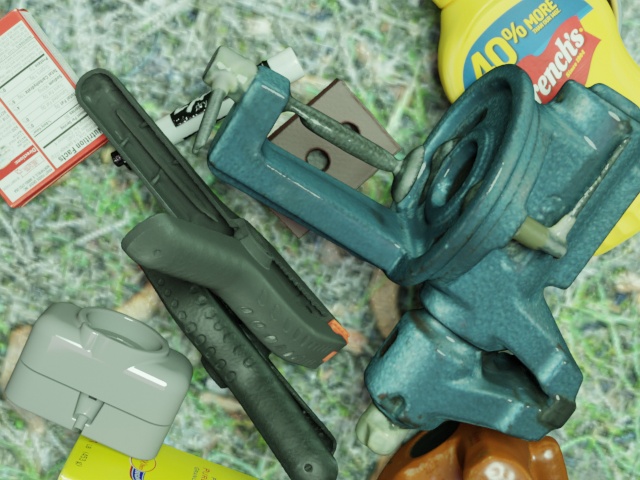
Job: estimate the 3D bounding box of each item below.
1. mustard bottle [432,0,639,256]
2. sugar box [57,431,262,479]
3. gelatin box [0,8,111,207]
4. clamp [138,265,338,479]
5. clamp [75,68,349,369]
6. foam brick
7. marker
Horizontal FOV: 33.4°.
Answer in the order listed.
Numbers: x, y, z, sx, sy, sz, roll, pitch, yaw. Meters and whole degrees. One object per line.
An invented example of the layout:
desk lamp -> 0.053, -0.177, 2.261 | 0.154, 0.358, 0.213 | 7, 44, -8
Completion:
mustard bottle -> 0.120, -0.090, 0.574 | 0.096, 0.058, 0.191 | -40, 98, 14
sugar box -> -0.065, 0.164, 0.620 | 0.176, 0.093, 0.048 | 19, 100, -5
gelatin box -> -0.170, -0.074, 0.605 | 0.073, 0.030, 0.089 | -36, 100, 5
clamp -> -0.043, 0.070, 0.593 | 0.039, 0.120, 0.171 | -41, 96, -8
clamp -> -0.054, 0.001, 0.580 | 0.036, 0.165, 0.209 | -38, 136, 8
foam brick -> -0.002, -0.047, 0.601 | 0.078, 0.051, 0.053 | -42, 98, 7
marker -> -0.066, -0.074, 0.611 | 0.121, 0.020, 0.020 | -28, 100, 4
